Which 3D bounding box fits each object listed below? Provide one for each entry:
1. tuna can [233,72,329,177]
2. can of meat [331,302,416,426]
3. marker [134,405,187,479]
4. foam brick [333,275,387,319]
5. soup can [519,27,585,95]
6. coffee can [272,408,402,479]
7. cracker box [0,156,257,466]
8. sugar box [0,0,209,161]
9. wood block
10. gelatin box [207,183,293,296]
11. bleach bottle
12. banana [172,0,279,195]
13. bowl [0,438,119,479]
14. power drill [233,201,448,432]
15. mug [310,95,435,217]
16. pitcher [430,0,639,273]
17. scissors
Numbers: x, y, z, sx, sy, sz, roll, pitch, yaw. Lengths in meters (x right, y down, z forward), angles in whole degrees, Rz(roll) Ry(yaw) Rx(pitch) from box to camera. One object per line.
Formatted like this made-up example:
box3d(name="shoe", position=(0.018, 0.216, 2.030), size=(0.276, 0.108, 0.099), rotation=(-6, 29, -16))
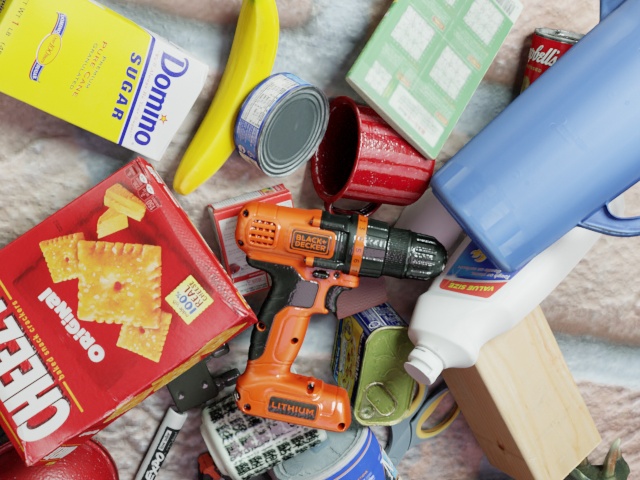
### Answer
box3d(name="tuna can", position=(-0.033, -0.098, 0.907), size=(0.086, 0.034, 0.086), rotation=(-36, 144, -32))
box3d(name="can of meat", position=(0.050, 0.111, 1.013), size=(0.057, 0.084, 0.102), rotation=(2, 110, -20))
box3d(name="marker", position=(-0.161, 0.213, 1.019), size=(0.020, 0.020, 0.121), rotation=(22, 103, -25))
box3d(name="foam brick", position=(0.025, 0.022, 0.987), size=(0.053, 0.051, 0.078), rotation=(-17, 116, -13))
box3d(name="soup can", position=(0.219, -0.138, 0.979), size=(0.068, 0.068, 0.102), rotation=(3, 111, -20))
box3d(name="coffee can", position=(0.031, 0.250, 1.042), size=(0.103, 0.103, 0.140), rotation=(-33, 110, -4))
box3d(name="cracker box", position=(-0.185, 0.058, 0.875), size=(0.213, 0.072, 0.164), rotation=(-35, 80, -3))
box3d(name="sugar box", position=(-0.179, -0.136, 0.835), size=(0.176, 0.048, 0.093), rotation=(23, 102, -39))
box3d(name="wood block", position=(0.186, 0.139, 1.057), size=(0.090, 0.091, 0.206), rotation=(-39, 119, -18))
box3d(name="gelatin box", position=(-0.056, 0.001, 0.964), size=(0.073, 0.030, 0.089), rotation=(-17, 114, -13))
box3d(name="bleach bottle", position=(0.167, 0.032, 0.963), size=(0.250, 0.103, 0.068), rotation=(-48, 144, -22))
box3d(name="banana", position=(-0.074, -0.130, 0.891), size=(0.069, 0.037, 0.198), rotation=(-9, 126, -50))
box3d(name="bowl", position=(-0.249, 0.255, 0.967), size=(0.161, 0.055, 0.162), rotation=(-14, 118, -27))
box3d(name="power drill", position=(0.006, 0.067, 0.927), size=(0.184, 0.057, 0.188), rotation=(11, 98, 2))
box3d(name="mug", position=(0.044, -0.065, 0.942), size=(0.081, 0.093, 0.117), rotation=(7, 123, -26))
box3d(name="pitcher", position=(0.221, -0.077, 0.889), size=(0.243, 0.149, 0.145), rotation=(-40, 123, 6))
box3d(name="scissors", position=(0.065, 0.209, 1.096), size=(0.202, 0.016, 0.096), rotation=(-44, 116, 2))
